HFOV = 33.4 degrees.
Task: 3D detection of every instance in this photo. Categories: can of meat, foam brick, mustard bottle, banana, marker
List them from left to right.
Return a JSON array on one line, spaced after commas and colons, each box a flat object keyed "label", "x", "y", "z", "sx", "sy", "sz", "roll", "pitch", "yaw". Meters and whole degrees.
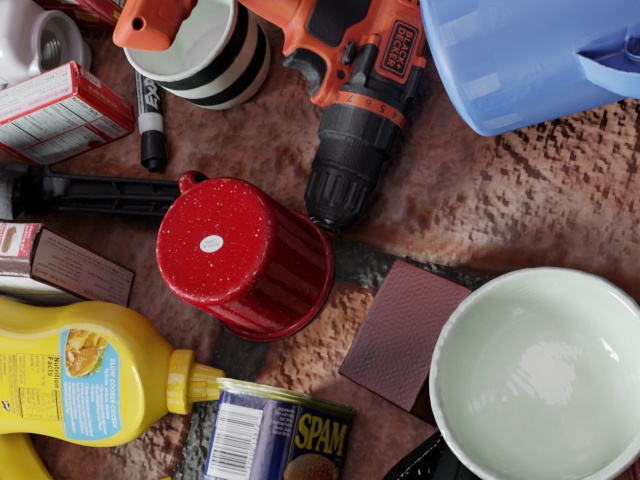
[{"label": "banana", "x": -0.176, "y": 0.163, "z": 0.702, "sx": 0.198, "sy": 0.037, "sz": 0.069, "roll": 30, "pitch": 61, "yaw": 26}, {"label": "mustard bottle", "x": -0.156, "y": 0.084, "z": 0.682, "sx": 0.191, "sy": 0.058, "sz": 0.096, "roll": 4, "pitch": 111, "yaw": 4}, {"label": "marker", "x": -0.124, "y": -0.105, "z": 0.773, "sx": 0.020, "sy": 0.020, "sz": 0.121, "roll": -15, "pitch": 68, "yaw": 19}, {"label": "can of meat", "x": -0.026, "y": 0.128, "z": 0.608, "sx": 0.058, "sy": 0.102, "sz": 0.084, "roll": 7, "pitch": 78, "yaw": 25}, {"label": "foam brick", "x": 0.056, "y": 0.059, "z": 0.621, "sx": 0.053, "sy": 0.051, "sz": 0.078, "roll": 26, "pitch": 85, "yaw": 29}]

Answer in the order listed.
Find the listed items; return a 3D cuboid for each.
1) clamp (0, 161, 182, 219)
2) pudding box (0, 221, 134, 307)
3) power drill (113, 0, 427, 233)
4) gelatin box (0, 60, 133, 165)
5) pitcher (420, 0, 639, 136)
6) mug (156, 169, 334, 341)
[{"label": "clamp", "x": -0.190, "y": -0.035, "z": 0.738, "sx": 0.210, "sy": 0.164, "sz": 0.036, "roll": 9, "pitch": 96, "yaw": 48}, {"label": "pudding box", "x": -0.192, "y": 0.019, "z": 0.709, "sx": 0.090, "sy": 0.113, "sz": 0.039, "roll": 1, "pitch": 75, "yaw": 23}, {"label": "power drill", "x": -0.027, "y": -0.117, "z": 0.655, "sx": 0.057, "sy": 0.187, "sz": 0.184, "roll": -7, "pitch": 62, "yaw": 67}, {"label": "gelatin box", "x": -0.191, "y": -0.089, "z": 0.766, "sx": 0.089, "sy": 0.073, "sz": 0.030, "roll": -19, "pitch": 67, "yaw": 17}, {"label": "pitcher", "x": 0.183, "y": -0.137, "z": 0.583, "sx": 0.243, "sy": 0.149, "sz": 0.145, "roll": -18, "pitch": 85, "yaw": 21}, {"label": "mug", "x": -0.054, "y": 0.001, "z": 0.672, "sx": 0.093, "sy": 0.081, "sz": 0.117, "roll": -35, "pitch": 63, "yaw": 10}]
